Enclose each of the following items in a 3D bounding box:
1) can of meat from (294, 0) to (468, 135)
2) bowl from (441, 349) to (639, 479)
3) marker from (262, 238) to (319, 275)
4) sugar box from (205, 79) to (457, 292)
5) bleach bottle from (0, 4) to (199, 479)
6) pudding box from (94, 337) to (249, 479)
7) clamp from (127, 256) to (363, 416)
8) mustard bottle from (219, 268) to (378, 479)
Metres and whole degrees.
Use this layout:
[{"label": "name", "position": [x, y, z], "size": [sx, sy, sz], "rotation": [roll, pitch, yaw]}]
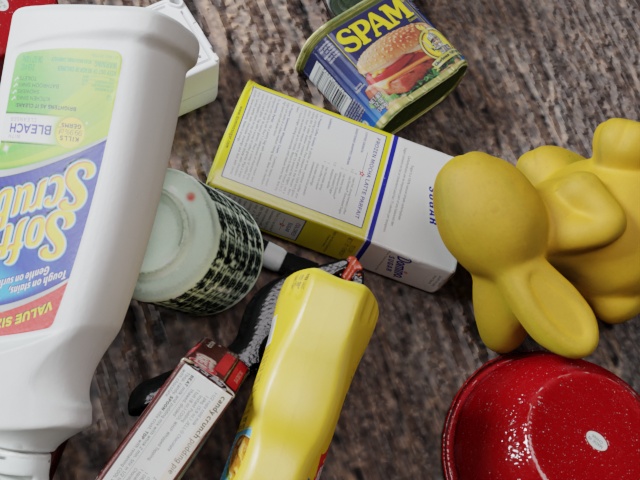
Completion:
[{"label": "can of meat", "position": [0.047, -0.129, 0.787], "size": [0.102, 0.057, 0.084], "rotation": [-36, 79, -28]}, {"label": "bowl", "position": [0.162, 0.136, 0.681], "size": [0.162, 0.055, 0.162], "rotation": [6, 62, -12]}, {"label": "marker", "position": [-0.055, 0.001, 0.713], "size": [0.121, 0.020, 0.020], "rotation": [25, 60, -2]}, {"label": "sugar box", "position": [0.014, -0.036, 0.737], "size": [0.176, 0.048, 0.093], "rotation": [22, 60, -8]}, {"label": "bleach bottle", "position": [-0.133, 0.005, 0.564], "size": [0.103, 0.068, 0.251], "rotation": [5, 83, 20]}, {"label": "pudding box", "position": [-0.086, 0.111, 0.583], "size": [0.039, 0.090, 0.113], "rotation": [33, 92, 1]}, {"label": "clamp", "position": [-0.020, 0.086, 0.664], "size": [0.171, 0.039, 0.120], "rotation": [-42, 87, -19]}, {"label": "mustard bottle", "position": [-0.023, 0.116, 0.583], "size": [0.058, 0.096, 0.191], "rotation": [20, 72, -2]}]
